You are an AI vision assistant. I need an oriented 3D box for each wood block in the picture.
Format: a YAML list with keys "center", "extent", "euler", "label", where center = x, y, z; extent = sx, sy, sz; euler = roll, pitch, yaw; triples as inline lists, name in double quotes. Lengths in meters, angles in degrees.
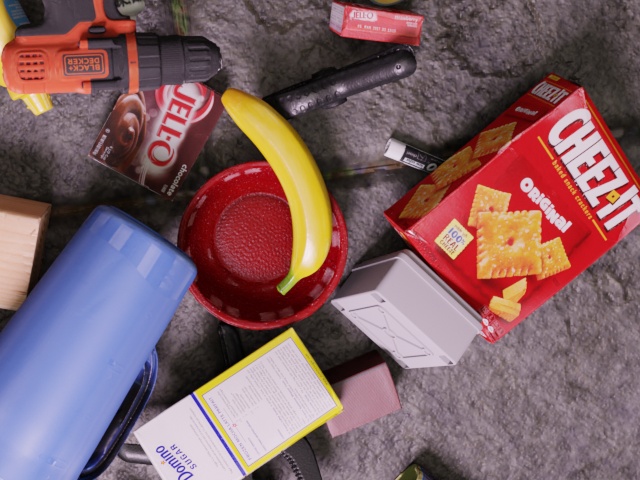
- center: [-0.359, -0.005, 0.968]
  extent: [0.206, 0.090, 0.091]
  euler: [11, 99, -9]
  label: "wood block"

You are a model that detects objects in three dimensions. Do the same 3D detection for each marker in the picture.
- center: [0.121, -0.070, 1.053]
  extent: [0.121, 0.020, 0.020]
  euler: [22, 96, -10]
  label: "marker"

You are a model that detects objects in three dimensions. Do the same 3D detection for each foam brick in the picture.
- center: [0.035, 0.151, 1.062]
  extent: [0.078, 0.053, 0.051]
  euler: [-23, 101, -2]
  label: "foam brick"

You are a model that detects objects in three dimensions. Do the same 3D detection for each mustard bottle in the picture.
- center: [-0.289, -0.200, 0.941]
  extent: [0.058, 0.096, 0.191]
  euler: [-27, 102, -3]
  label: "mustard bottle"

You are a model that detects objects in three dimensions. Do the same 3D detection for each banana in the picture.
- center: [-0.031, -0.050, 0.972]
  extent: [0.069, 0.037, 0.198]
  euler: [-17, 100, -7]
  label: "banana"

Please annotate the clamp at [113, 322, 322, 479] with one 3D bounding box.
- center: [-0.069, 0.192, 1.033]
  extent: [0.210, 0.036, 0.164]
  euler: [34, 75, -2]
  label: "clamp"

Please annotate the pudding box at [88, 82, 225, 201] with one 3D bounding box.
- center: [-0.152, -0.107, 1.002]
  extent: [0.090, 0.039, 0.113]
  euler: [29, 95, -11]
  label: "pudding box"

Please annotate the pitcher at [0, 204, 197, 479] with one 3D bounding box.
- center: [-0.209, 0.099, 0.939]
  extent: [0.145, 0.149, 0.243]
  euler: [33, 82, -1]
  label: "pitcher"

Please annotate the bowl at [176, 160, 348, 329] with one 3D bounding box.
- center: [-0.057, 0.001, 1.024]
  extent: [0.162, 0.055, 0.162]
  euler: [-1, 99, -7]
  label: "bowl"

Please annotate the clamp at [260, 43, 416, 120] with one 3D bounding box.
- center: [0.014, -0.142, 0.981]
  extent: [0.171, 0.120, 0.039]
  euler: [-23, 95, 1]
  label: "clamp"

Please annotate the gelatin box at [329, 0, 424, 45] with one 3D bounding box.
- center: [0.050, -0.202, 0.986]
  extent: [0.073, 0.089, 0.030]
  euler: [6, 104, -8]
  label: "gelatin box"

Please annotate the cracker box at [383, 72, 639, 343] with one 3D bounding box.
- center: [0.194, -0.028, 1.027]
  extent: [0.213, 0.072, 0.164]
  euler: [-39, 116, 1]
  label: "cracker box"

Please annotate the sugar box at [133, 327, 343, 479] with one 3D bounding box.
- center: [-0.075, 0.168, 0.995]
  extent: [0.176, 0.048, 0.093]
  euler: [-32, 80, -11]
  label: "sugar box"

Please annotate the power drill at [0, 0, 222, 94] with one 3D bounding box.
- center: [-0.178, -0.216, 0.891]
  extent: [0.184, 0.057, 0.188]
  euler: [-6, 99, -15]
  label: "power drill"
